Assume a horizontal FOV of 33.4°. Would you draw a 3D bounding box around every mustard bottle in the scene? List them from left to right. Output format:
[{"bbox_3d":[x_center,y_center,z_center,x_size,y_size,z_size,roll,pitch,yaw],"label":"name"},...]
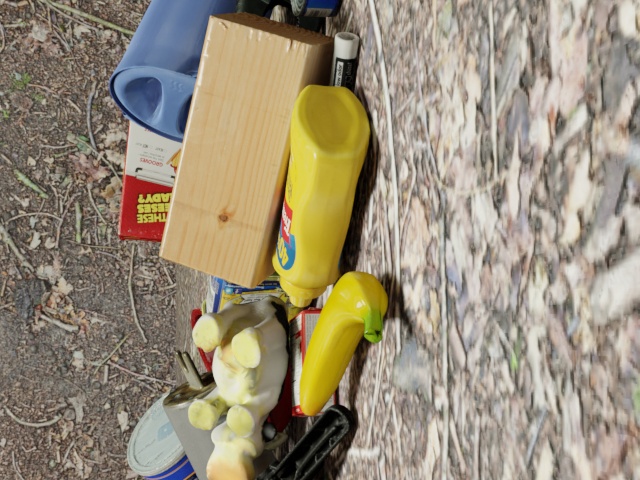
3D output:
[{"bbox_3d":[-0.004,-0.020,0.846,0.096,0.058,0.192,-99,14,-48],"label":"mustard bottle"}]

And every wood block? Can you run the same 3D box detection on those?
[{"bbox_3d":[-0.060,-0.078,0.894,0.090,0.091,0.206,-40,-33,-69],"label":"wood block"}]

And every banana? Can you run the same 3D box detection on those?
[{"bbox_3d":[0.014,0.069,0.772,0.198,0.037,0.069,115,176,-63],"label":"banana"}]

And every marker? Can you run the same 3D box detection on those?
[{"bbox_3d":[0.014,-0.108,0.858,0.020,0.020,0.121,-106,19,-55],"label":"marker"}]

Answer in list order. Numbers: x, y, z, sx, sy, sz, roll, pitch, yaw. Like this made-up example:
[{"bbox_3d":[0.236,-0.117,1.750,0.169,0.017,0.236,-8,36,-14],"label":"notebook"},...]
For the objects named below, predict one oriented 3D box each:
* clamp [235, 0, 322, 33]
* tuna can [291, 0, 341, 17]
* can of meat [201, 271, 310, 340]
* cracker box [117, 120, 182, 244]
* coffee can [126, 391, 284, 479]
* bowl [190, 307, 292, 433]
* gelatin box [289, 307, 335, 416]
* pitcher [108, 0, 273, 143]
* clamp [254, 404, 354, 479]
[{"bbox_3d":[-0.034,-0.234,0.967,0.039,0.120,0.171,-42,-69,-86],"label":"clamp"},{"bbox_3d":[-0.003,-0.234,0.909,0.086,0.033,0.086,180,90,-79],"label":"tuna can"},{"bbox_3d":[-0.056,0.045,0.997,0.057,0.102,0.084,-100,17,-45],"label":"can of meat"},{"bbox_3d":[-0.144,-0.100,1.243,0.072,0.164,0.214,148,127,-79],"label":"cracker box"},{"bbox_3d":[-0.119,0.236,1.126,0.140,0.103,0.103,47,-166,-31],"label":"coffee can"},{"bbox_3d":[-0.068,0.129,1.077,0.162,0.055,0.162,50,156,31],"label":"bowl"},{"bbox_3d":[-0.007,0.107,0.928,0.073,0.030,0.089,130,139,-75],"label":"gelatin box"},{"bbox_3d":[-0.122,-0.227,1.110,0.145,0.149,0.242,79,-154,-62],"label":"pitcher"},{"bbox_3d":[-0.043,0.215,0.898,0.036,0.164,0.210,46,164,11],"label":"clamp"}]
